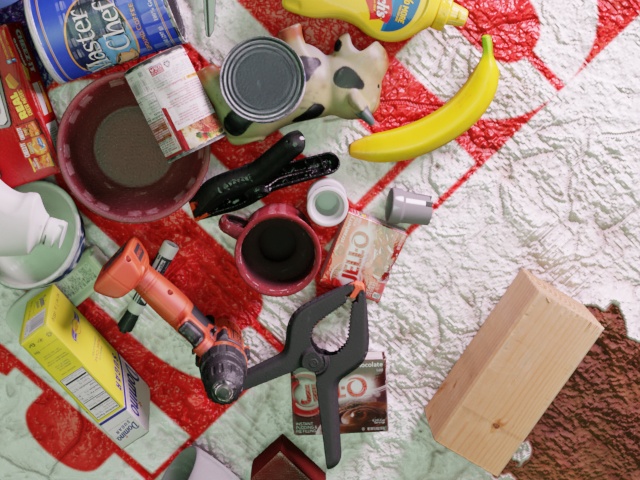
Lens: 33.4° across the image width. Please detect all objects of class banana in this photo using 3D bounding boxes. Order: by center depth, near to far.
[{"bbox_3d":[0.124,-0.136,1.162,0.198,0.037,0.069,-39,91,8],"label":"banana"}]

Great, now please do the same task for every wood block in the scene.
[{"bbox_3d":[0.215,0.148,1.208,0.090,0.090,0.206,31,102,-9],"label":"wood block"}]

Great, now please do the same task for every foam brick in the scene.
[{"bbox_3d":[-0.038,0.279,1.260,0.053,0.051,0.078,-43,101,10],"label":"foam brick"}]

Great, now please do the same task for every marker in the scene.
[{"bbox_3d":[-0.198,0.055,1.215,0.020,0.020,0.121,29,102,-8],"label":"marker"}]

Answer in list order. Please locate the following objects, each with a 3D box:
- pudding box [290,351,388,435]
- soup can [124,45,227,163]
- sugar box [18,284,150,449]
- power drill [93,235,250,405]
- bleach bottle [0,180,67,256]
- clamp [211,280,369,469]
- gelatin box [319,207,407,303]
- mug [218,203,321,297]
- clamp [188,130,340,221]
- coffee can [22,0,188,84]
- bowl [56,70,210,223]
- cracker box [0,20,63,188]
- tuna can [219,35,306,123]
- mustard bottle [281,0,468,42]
[{"bbox_3d":[0.022,0.177,1.239,0.113,0.039,0.090,-3,104,0],"label":"pudding box"},{"bbox_3d":[-0.148,-0.139,1.088,0.068,0.068,0.102,-25,98,6],"label":"soup can"},{"bbox_3d":[-0.257,0.139,1.181,0.048,0.093,0.176,-35,116,10],"label":"sugar box"},{"bbox_3d":[-0.154,0.086,1.136,0.057,0.184,0.187,-45,103,4],"label":"power drill"},{"bbox_3d":[-0.382,-0.051,1.091,0.250,0.068,0.103,18,106,-7],"label":"bleach bottle"},{"bbox_3d":[0.000,0.143,1.195,0.164,0.036,0.210,37,97,-2],"label":"clamp"},{"bbox_3d":[0.048,0.017,1.203,0.073,0.030,0.089,21,103,-6],"label":"gelatin box"},{"bbox_3d":[-0.058,0.001,1.170,0.117,0.081,0.093,22,103,-7],"label":"mug"},{"bbox_3d":[-0.069,-0.068,1.142,0.171,0.120,0.039,-24,68,7],"label":"clamp"},{"bbox_3d":[-0.219,-0.230,1.097,0.140,0.103,0.103,-17,104,4],"label":"coffee can"},{"bbox_3d":[-0.200,-0.100,1.148,0.162,0.055,0.162,-1,96,-9],"label":"bowl"},{"bbox_3d":[-0.395,-0.123,1.141,0.214,0.072,0.164,-18,104,5],"label":"cracker box"},{"bbox_3d":[-0.057,-0.161,1.075,0.086,0.033,0.086,0,93,3],"label":"tuna can"},{"bbox_3d":[0.061,-0.261,1.116,0.191,0.058,0.096,17,99,-5],"label":"mustard bottle"}]
